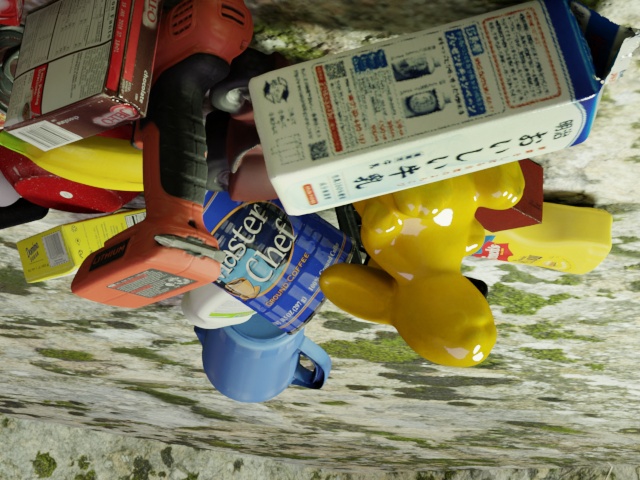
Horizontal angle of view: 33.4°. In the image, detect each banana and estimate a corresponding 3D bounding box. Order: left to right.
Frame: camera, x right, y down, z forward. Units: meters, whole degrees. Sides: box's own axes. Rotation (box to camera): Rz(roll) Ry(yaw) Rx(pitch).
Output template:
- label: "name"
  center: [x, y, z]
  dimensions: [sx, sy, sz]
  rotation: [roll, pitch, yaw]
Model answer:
- label: "banana"
  center: [-0.147, -0.065, 0.829]
  dimensions: [0.197, 0.037, 0.070]
  rotation: [3, -147, -50]

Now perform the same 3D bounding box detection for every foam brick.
- label: "foam brick"
  center: [0.143, -0.044, 0.881]
  dimensions: [0.051, 0.053, 0.078]
  rotation: [-11, 156, 40]

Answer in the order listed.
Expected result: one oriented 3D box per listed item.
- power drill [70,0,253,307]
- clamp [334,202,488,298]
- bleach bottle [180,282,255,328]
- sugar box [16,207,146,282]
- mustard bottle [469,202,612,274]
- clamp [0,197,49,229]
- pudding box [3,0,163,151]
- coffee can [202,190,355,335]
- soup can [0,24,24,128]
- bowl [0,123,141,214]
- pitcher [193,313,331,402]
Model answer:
- label: "power drill"
  center: [-0.117, -0.055, 0.694]
  dimensions: [0.057, 0.187, 0.185]
  rotation: [15, 157, -38]
- label: "clamp"
  center: [0.057, 0.027, 1.012]
  dimensions: [0.164, 0.036, 0.210]
  rotation: [34, 159, -6]
- label: "bleach bottle"
  center: [-0.093, 0.047, 1.090]
  dimensions: [0.102, 0.068, 0.251]
  rotation: [2, 163, -24]
- label: "sugar box"
  center: [-0.181, -0.005, 0.995]
  dimensions: [0.175, 0.048, 0.094]
  rotation: [-18, -177, -42]
- label: "mustard bottle"
  center: [0.159, -0.011, 0.973]
  dimensions: [0.191, 0.058, 0.096]
  rotation: [8, 167, -8]
- label: "clamp"
  center: [-0.348, -0.017, 0.985]
  dimensions: [0.120, 0.039, 0.171]
  rotation: [7, -159, 27]
- label: "pudding box"
  center: [-0.151, -0.114, 0.681]
  dimensions: [0.114, 0.090, 0.039]
  rotation: [-10, 156, 40]
- label: "coffee can"
  center: [-0.056, 0.001, 0.917]
  dimensions: [0.140, 0.102, 0.103]
  rotation: [35, 155, -11]
- label: "soup can"
  center: [-0.244, -0.109, 0.759]
  dimensions: [0.102, 0.068, 0.068]
  rotation: [-8, 158, 37]
- label: "bowl"
  center: [-0.211, -0.063, 0.914]
  dimensions: [0.162, 0.055, 0.162]
  rotation: [5, 162, 1]
- label: "pitcher"
  center: [-0.070, 0.117, 1.324]
  dimensions: [0.149, 0.145, 0.243]
  rotation: [-16, 163, -12]
